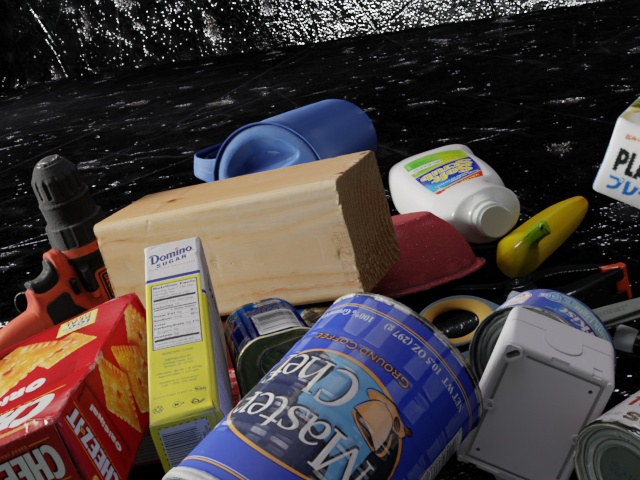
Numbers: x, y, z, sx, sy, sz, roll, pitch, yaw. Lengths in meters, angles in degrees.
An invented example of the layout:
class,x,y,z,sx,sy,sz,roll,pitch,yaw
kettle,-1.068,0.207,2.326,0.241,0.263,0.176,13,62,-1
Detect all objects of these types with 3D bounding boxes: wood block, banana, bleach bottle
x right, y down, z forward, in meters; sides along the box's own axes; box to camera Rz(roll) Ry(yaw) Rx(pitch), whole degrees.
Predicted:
class,x,y,z,sx,sy,sz,roll,pitch,yaw
wood block,-0.055,0.000,0.822,0.206,0.090,0.090,-9,15,25
banana,0.189,-0.001,0.920,0.070,0.037,0.197,-31,-3,24
bleach bottle,0.139,-0.041,1.031,0.102,0.068,0.251,-17,13,-5

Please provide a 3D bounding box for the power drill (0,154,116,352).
class,x,y,z,sx,sy,sz,roll,pitch,yaw
power drill,-0.244,0.045,0.875,0.187,0.184,0.057,-34,26,-30

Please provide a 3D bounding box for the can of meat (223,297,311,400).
class,x,y,z,sx,sy,sz,roll,pitch,yaw
can of meat,-0.024,0.093,0.679,0.057,0.102,0.084,-15,15,-9

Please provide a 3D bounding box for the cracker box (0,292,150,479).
class,x,y,z,sx,sy,sz,roll,pitch,yaw
cracker box,-0.192,0.123,0.671,0.164,0.072,0.213,-26,12,9

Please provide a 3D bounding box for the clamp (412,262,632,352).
class,x,y,z,sx,sy,sz,roll,pitch,yaw
clamp,0.148,0.047,0.826,0.171,0.039,0.120,-13,20,-2

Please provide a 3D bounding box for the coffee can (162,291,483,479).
class,x,y,z,sx,sy,sz,roll,pitch,yaw
coffee can,0.003,0.109,0.545,0.103,0.103,0.140,7,41,46

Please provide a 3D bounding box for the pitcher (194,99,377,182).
class,x,y,z,sx,sy,sz,roll,pitch,yaw
pitcher,-0.027,-0.095,1.246,0.145,0.149,0.242,-39,1,26

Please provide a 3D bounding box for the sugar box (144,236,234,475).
class,x,y,z,sx,sy,sz,roll,pitch,yaw
sugar box,-0.082,0.085,0.676,0.048,0.093,0.176,-13,34,-5

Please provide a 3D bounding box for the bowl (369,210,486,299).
class,x,y,z,sx,sy,sz,roll,pitch,yaw
bowl,0.056,0.012,0.913,0.162,0.055,0.162,-15,5,1

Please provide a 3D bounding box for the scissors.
class,x,y,z,sx,sy,sz,roll,pitch,yaw
scissors,0.152,0.050,0.732,0.201,0.016,0.096,-28,48,-4

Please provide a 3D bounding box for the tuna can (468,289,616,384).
class,x,y,z,sx,sy,sz,roll,pitch,yaw
tuna can,0.137,0.074,0.659,0.086,0.086,0.033,2,20,37
